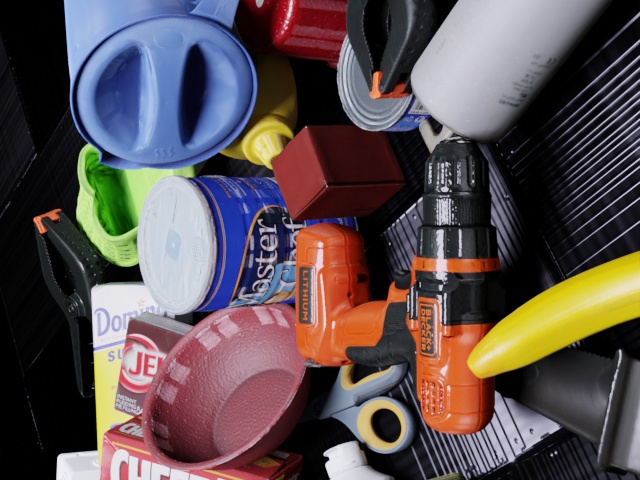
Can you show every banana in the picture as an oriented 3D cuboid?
[{"bbox_3d":[0.173,0.033,0.595,0.198,0.069,0.037,-19,106,37],"label":"banana"}]

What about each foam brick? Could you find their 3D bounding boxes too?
[{"bbox_3d":[0.013,-0.050,0.788,0.053,0.078,0.051,-41,63,45],"label":"foam brick"}]

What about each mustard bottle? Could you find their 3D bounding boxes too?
[{"bbox_3d":[-0.062,-0.122,0.866,0.096,0.058,0.192,-57,39,29],"label":"mustard bottle"}]

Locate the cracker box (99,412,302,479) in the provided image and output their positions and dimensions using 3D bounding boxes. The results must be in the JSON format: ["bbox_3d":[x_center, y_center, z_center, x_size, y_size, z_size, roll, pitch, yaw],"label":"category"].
[{"bbox_3d":[-0.111,0.274,0.917,0.164,0.072,0.214,10,102,22],"label":"cracker box"}]

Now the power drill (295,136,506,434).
[{"bbox_3d":[0.050,0.026,0.720,0.188,0.057,0.184,3,93,61],"label":"power drill"}]

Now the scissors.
[{"bbox_3d":[0.013,0.147,0.848,0.202,0.016,0.096,-47,57,42],"label":"scissors"}]

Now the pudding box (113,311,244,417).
[{"bbox_3d":[-0.125,0.123,0.960,0.113,0.039,0.090,15,105,15],"label":"pudding box"}]

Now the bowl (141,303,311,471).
[{"bbox_3d":[-0.065,0.126,0.863,0.162,0.055,0.162,-23,40,21],"label":"bowl"}]

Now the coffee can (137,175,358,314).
[{"bbox_3d":[-0.055,0.001,0.826,0.103,0.140,0.103,4,95,51],"label":"coffee can"}]

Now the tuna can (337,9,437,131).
[{"bbox_3d":[0.052,-0.121,0.770,0.086,0.033,0.086,4,95,51],"label":"tuna can"}]

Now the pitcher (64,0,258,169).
[{"bbox_3d":[-0.132,-0.184,0.828,0.145,0.149,0.243,74,177,-46],"label":"pitcher"}]

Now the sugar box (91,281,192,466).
[{"bbox_3d":[-0.169,0.128,1.024,0.093,0.048,0.176,-3,93,21],"label":"sugar box"}]

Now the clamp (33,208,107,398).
[{"bbox_3d":[-0.249,0.071,1.119,0.165,0.036,0.210,-29,88,49],"label":"clamp"}]

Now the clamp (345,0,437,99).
[{"bbox_3d":[0.052,-0.181,0.702,0.120,0.039,0.171,1,100,62],"label":"clamp"}]

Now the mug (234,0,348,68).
[{"bbox_3d":[-0.006,-0.183,0.800,0.117,0.081,0.093,-23,74,50],"label":"mug"}]
